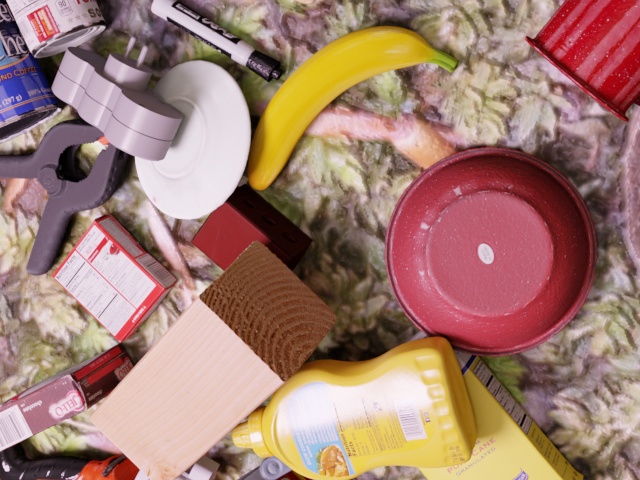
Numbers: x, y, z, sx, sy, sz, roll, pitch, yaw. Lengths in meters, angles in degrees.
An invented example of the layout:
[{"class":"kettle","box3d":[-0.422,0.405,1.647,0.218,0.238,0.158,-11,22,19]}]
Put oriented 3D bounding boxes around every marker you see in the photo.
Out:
[{"class":"marker","box3d":[-0.083,-0.164,0.864,0.121,0.020,0.020,32,111,9]}]

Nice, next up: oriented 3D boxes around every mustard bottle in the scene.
[{"class":"mustard bottle","box3d":[0.019,0.139,0.834,0.192,0.058,0.096,-14,103,20]}]

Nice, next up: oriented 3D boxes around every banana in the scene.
[{"class":"banana","box3d":[0.007,-0.113,0.836,0.198,0.037,0.069,-30,91,23]}]

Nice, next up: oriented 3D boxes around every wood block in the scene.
[{"class":"wood block","box3d":[-0.090,0.104,0.859,0.091,0.090,0.206,44,132,-1]}]

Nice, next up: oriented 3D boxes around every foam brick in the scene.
[{"class":"foam brick","box3d":[-0.056,0.001,0.877,0.078,0.053,0.051,40,112,5]}]

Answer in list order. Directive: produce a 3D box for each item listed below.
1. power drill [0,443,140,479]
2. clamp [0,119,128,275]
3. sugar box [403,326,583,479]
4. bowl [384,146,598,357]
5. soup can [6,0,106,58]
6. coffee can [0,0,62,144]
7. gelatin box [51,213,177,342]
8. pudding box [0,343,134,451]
[{"class":"power drill","box3d":[-0.258,0.261,1.009,0.188,0.057,0.184,4,104,18]},{"class":"clamp","box3d":[-0.236,-0.060,0.933,0.172,0.039,0.120,-41,92,25]},{"class":"sugar box","box3d":[0.118,0.157,0.860,0.093,0.048,0.176,-43,88,23]},{"class":"bowl","box3d":[0.126,0.009,0.795,0.162,0.055,0.162,0,91,9]},{"class":"soup can","box3d":[-0.227,-0.210,0.876,0.069,0.068,0.102,-22,96,22]},{"class":"coffee can","box3d":[-0.294,-0.153,0.894,0.103,0.102,0.140,-23,95,22]},{"class":"gelatin box","box3d":[-0.182,0.033,0.941,0.089,0.030,0.073,44,114,5]},{"class":"pudding box","box3d":[-0.232,0.140,0.953,0.114,0.090,0.039,-25,93,23]}]
